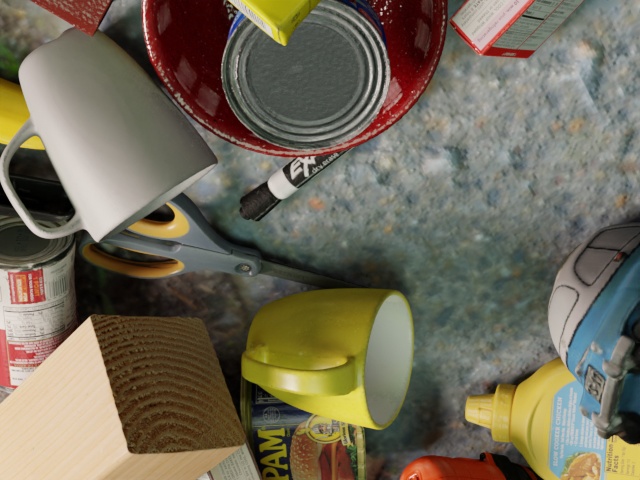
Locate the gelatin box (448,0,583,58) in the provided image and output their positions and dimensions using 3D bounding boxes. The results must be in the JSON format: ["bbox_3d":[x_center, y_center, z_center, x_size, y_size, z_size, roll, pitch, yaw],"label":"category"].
[{"bbox_3d":[0.118,-0.137,0.561,0.030,0.073,0.089,50,118,14],"label":"gelatin box"}]

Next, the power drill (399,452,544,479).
[{"bbox_3d":[0.079,0.217,0.789,0.184,0.057,0.188,20,131,-42],"label":"power drill"}]

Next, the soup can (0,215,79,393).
[{"bbox_3d":[-0.189,0.039,0.690,0.068,0.068,0.102,4,123,-2],"label":"soup can"}]

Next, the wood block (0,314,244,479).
[{"bbox_3d":[-0.154,0.138,0.682,0.090,0.091,0.206,6,142,-46],"label":"wood block"}]

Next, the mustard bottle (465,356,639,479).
[{"bbox_3d":[0.195,0.127,0.727,0.192,0.058,0.096,5,104,17],"label":"mustard bottle"}]

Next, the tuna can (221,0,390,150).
[{"bbox_3d":[-0.007,-0.092,0.551,0.086,0.033,0.086,1,124,1],"label":"tuna can"}]

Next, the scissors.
[{"bbox_3d":[-0.054,0.001,0.683,0.201,0.016,0.096,4,140,-2],"label":"scissors"}]

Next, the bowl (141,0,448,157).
[{"bbox_3d":[-0.013,-0.128,0.581,0.162,0.055,0.162,1,124,1],"label":"bowl"}]

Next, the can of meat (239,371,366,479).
[{"bbox_3d":[-0.011,0.139,0.759,0.084,0.057,0.102,-3,124,0],"label":"can of meat"}]

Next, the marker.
[{"bbox_3d":[-0.004,-0.050,0.655,0.121,0.020,0.020,-36,116,23],"label":"marker"}]
